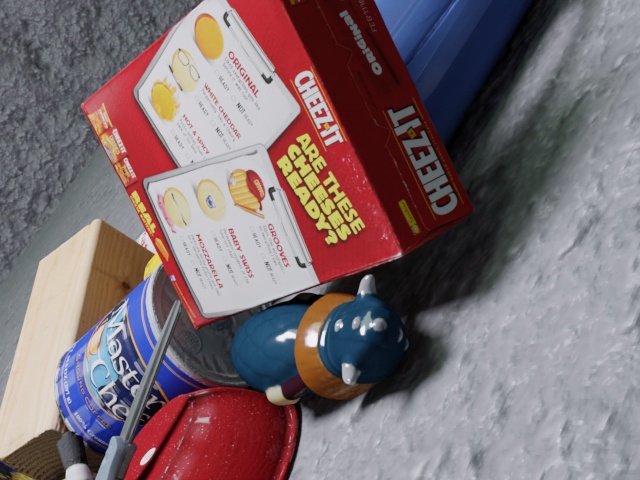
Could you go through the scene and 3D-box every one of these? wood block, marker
[{"bbox_3d":[-0.188,0.098,0.864,0.090,0.090,0.206,-33,37,32],"label":"wood block"},{"bbox_3d":[-0.156,0.181,0.715,0.020,0.020,0.121,-44,51,26],"label":"marker"}]

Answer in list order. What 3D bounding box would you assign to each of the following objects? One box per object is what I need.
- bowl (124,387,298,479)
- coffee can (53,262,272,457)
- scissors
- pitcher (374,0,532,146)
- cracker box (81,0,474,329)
[{"bbox_3d":[-0.084,0.146,0.641,0.162,0.055,0.162,-46,18,19],"label":"bowl"},{"bbox_3d":[-0.110,0.083,0.751,0.141,0.102,0.102,-39,22,40],"label":"coffee can"},{"bbox_3d":[-0.113,0.133,0.595,0.202,0.016,0.096,-65,20,0],"label":"scissors"},{"bbox_3d":[0.068,-0.146,0.709,0.149,0.145,0.242,24,69,31],"label":"pitcher"},{"bbox_3d":[-0.034,-0.051,0.615,0.072,0.164,0.214,-29,4,-39],"label":"cracker box"}]
